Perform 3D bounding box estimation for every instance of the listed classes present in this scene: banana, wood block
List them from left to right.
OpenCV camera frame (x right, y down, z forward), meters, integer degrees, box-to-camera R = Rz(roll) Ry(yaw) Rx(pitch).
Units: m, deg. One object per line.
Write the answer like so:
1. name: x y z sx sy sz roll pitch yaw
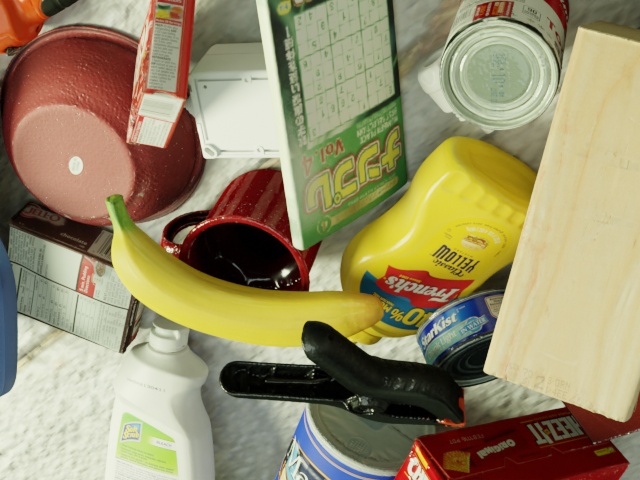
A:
1. banana: -0.059 0.035 0.707 0.198 0.037 0.070 21 127 2
2. wood block: 0.171 -0.014 0.622 0.090 0.090 0.206 19 109 18

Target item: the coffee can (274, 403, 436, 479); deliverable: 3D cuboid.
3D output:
1. coffee can: 0.020 0.185 0.844 0.103 0.102 0.140 22 126 1

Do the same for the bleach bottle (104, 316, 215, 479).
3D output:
1. bleach bottle: -0.127 0.185 0.889 0.103 0.068 0.251 12 109 12

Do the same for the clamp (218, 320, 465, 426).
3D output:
1. clamp: 0.020 0.098 0.719 0.171 0.039 0.120 26 153 -34

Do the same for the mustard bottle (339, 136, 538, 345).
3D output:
1. mustard bottle: 0.069 0.016 0.744 0.096 0.058 0.192 23 130 -26

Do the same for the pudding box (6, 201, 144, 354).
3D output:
1. pudding box: -0.194 0.030 0.845 0.113 0.039 0.090 23 128 4

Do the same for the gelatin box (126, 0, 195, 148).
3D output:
1. gelatin box: -0.103 -0.108 0.683 0.030 0.073 0.089 8 163 -14

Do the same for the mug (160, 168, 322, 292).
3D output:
1. mug: -0.055 0.001 0.758 0.117 0.081 0.093 5 123 13

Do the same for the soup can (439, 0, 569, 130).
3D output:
1. soup can: 0.108 -0.116 0.622 0.068 0.102 0.068 8 124 11

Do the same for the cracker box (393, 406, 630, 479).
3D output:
1. cracker box: 0.113 0.227 0.815 0.163 0.072 0.214 -5 133 -32

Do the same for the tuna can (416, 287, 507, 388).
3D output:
1. tuna can: 0.114 0.070 0.756 0.086 0.034 0.086 -14 149 -9

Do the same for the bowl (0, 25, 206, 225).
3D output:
1. bowl: -0.166 -0.068 0.762 0.162 0.055 0.162 8 124 11
